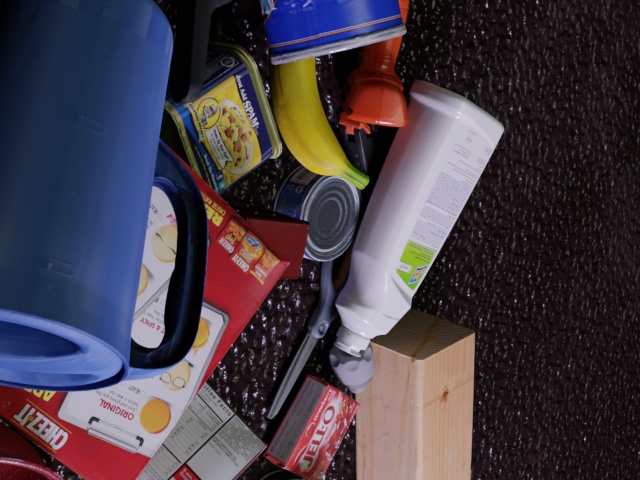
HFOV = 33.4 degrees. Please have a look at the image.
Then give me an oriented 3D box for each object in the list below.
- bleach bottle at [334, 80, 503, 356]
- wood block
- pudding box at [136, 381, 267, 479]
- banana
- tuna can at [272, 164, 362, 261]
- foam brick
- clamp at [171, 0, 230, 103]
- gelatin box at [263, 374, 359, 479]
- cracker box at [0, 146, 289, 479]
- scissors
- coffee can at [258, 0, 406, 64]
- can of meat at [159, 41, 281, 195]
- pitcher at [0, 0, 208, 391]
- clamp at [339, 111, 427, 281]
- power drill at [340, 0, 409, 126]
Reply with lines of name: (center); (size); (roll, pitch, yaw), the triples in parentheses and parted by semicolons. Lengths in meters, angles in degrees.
bleach bottle: (0.075, -0.012, 0.976); (0.102, 0.068, 0.251); (21, 96, -51)
wood block: (0.096, 0.188, 1.096); (0.090, 0.090, 0.206); (-21, 118, -42)
pudding box: (-0.113, 0.173, 0.859); (0.090, 0.039, 0.113); (46, 57, 3)
banana: (-0.012, -0.133, 0.858); (0.069, 0.037, 0.198); (5, 69, -43)
tuna can: (-0.001, -0.025, 0.954); (0.085, 0.034, 0.086); (-19, 117, -44)
foam brick: (-0.056, 0.001, 0.888); (0.078, 0.053, 0.051); (4, 100, -49)
clamp: (-0.093, -0.183, 0.773); (0.171, 0.039, 0.120); (-50, 122, -32)
gelatin box: (-0.007, 0.180, 1.014); (0.089, 0.030, 0.073); (-61, 145, -9)
cracker box: (-0.148, 0.045, 0.755); (0.164, 0.072, 0.213); (44, 69, -24)
scissors: (0.011, 0.078, 1.019); (0.096, 0.016, 0.202); (20, 88, -50)
coffee can: (-0.002, -0.208, 0.775); (0.102, 0.103, 0.140); (-24, 106, -42)
can of meat: (-0.086, -0.087, 0.821); (0.083, 0.058, 0.102); (-40, 130, -30)
pitcher: (-0.151, -0.035, 0.647); (0.149, 0.145, 0.243); (59, 34, -58)
clamp: (0.088, -0.074, 1.036); (0.164, 0.036, 0.209); (-59, 137, -15)
power drill: (0.061, -0.193, 0.884); (0.184, 0.057, 0.188); (-89, -171, -74)
